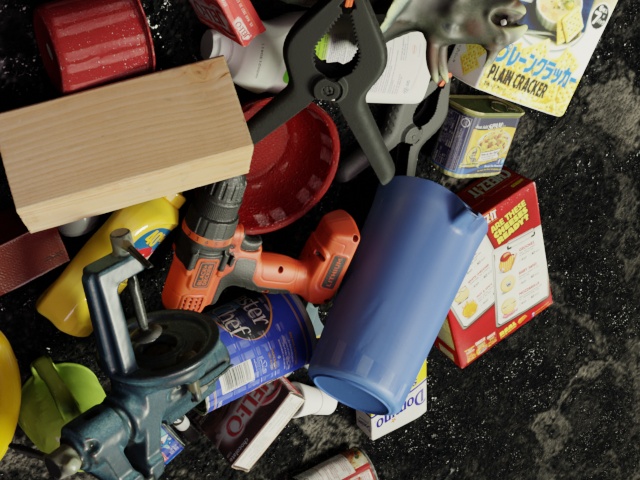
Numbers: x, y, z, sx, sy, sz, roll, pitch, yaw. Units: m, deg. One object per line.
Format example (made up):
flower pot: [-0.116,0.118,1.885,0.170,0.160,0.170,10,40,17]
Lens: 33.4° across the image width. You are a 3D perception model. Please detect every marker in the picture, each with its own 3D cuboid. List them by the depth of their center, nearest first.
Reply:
marker: [-0.172,0.195,1.220,0.020,0.020,0.121,-41,133,-9]

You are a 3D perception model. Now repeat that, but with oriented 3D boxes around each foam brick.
foam brick: [-0.285,0.005,1.000,0.078,0.051,0.053,-28,131,-20]

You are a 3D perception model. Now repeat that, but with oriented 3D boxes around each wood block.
wood block: [-0.173,-0.084,0.948,0.206,0.091,0.090,-17,170,-10]

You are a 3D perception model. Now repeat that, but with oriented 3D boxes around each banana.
banana: [-0.335,0.168,1.072,0.069,0.037,0.198,5,113,-39]

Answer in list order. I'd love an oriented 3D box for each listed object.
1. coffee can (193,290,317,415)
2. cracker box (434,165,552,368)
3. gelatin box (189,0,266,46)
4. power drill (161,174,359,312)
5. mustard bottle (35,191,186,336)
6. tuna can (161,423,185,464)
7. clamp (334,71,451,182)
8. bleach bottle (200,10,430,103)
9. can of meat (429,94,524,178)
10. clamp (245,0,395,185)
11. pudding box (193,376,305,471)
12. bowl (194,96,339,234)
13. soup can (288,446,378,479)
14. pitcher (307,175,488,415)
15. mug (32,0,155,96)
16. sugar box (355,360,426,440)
coffee can: [-0.088,0.117,1.177,0.140,0.103,0.103,-24,128,-23]
cracker box: [0.205,0.034,1.365,0.164,0.072,0.213,-33,130,-17]
gelatin box: [-0.096,-0.223,0.974,0.030,0.089,0.073,-40,133,-10]
power drill: [-0.057,0.001,1.090,0.187,0.057,0.185,4,128,-29]
mustard bottle: [-0.194,0.005,1.046,0.191,0.058,0.096,-51,172,-1]
tuna can: [-0.188,0.205,1.169,0.033,0.086,0.086,-42,133,-10]
clamp: [0.086,-0.122,1.206,0.120,0.039,0.171,3,116,-45]
bleach bottle: [-0.002,-0.195,1.082,0.250,0.068,0.102,0,108,-32]
can of meat: [0.183,-0.123,1.259,0.101,0.058,0.084,-6,121,-41]
clamp: [-0.003,-0.143,0.981,0.164,0.036,0.210,3,130,-2]
pudding box: [-0.083,0.196,1.236,0.113,0.090,0.039,-54,138,5]
bowl: [-0.063,-0.087,1.097,0.162,0.055,0.162,-17,131,-20]
soup can: [0.016,0.323,1.402,0.102,0.069,0.068,-22,127,-24]
pitcher: [0.075,0.063,1.167,0.149,0.145,0.242,71,41,-61]
mug: [-0.200,-0.166,0.940,0.081,0.093,0.117,-20,145,-20]
sugar box: [0.091,0.168,1.378,0.093,0.048,0.176,-23,127,-24]
